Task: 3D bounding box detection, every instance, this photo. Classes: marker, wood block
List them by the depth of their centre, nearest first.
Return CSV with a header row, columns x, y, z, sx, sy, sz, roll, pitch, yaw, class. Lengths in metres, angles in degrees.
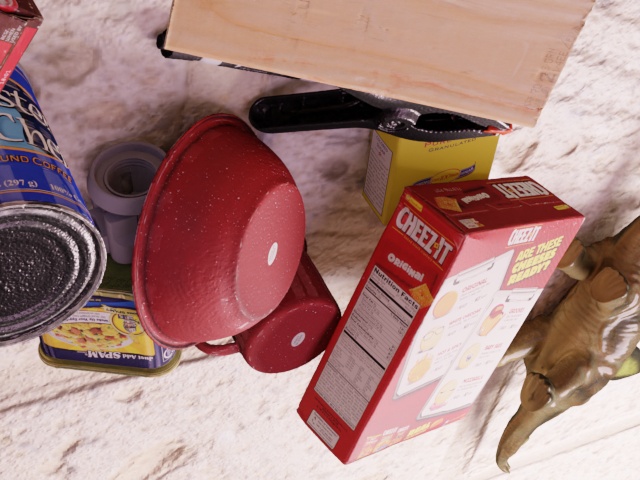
x,y,z,sx,sy,sz,roll,pitch,yaw,class
0.029,-0.140,0.575,0.206,0.091,0.090,11,129,-10,wood block
-0.048,-0.116,0.671,0.120,0.020,0.020,3,131,-38,marker

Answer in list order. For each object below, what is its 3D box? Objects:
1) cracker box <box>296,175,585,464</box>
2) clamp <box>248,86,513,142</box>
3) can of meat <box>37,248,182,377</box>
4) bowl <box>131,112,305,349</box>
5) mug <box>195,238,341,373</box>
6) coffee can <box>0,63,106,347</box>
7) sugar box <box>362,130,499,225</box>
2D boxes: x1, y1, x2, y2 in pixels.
x,y,z,sx,sy,sz,roll,pitch,yaw,class
0.089,0.057,0.821,0.163,0.072,0.214,-8,131,-48,cracker box
0.039,-0.088,0.691,0.171,0.039,0.120,11,166,-24,clamp
-0.146,0.043,0.726,0.102,0.057,0.084,5,136,4,can of meat
-0.055,0.001,0.698,0.161,0.055,0.162,-45,143,-49,bowl
-0.046,0.051,0.811,0.117,0.081,0.093,-20,142,-16,mug
-0.185,-0.027,0.571,0.102,0.140,0.103,-20,142,-17,coffee can
0.088,-0.095,0.772,0.093,0.048,0.176,-16,142,-20,sugar box
